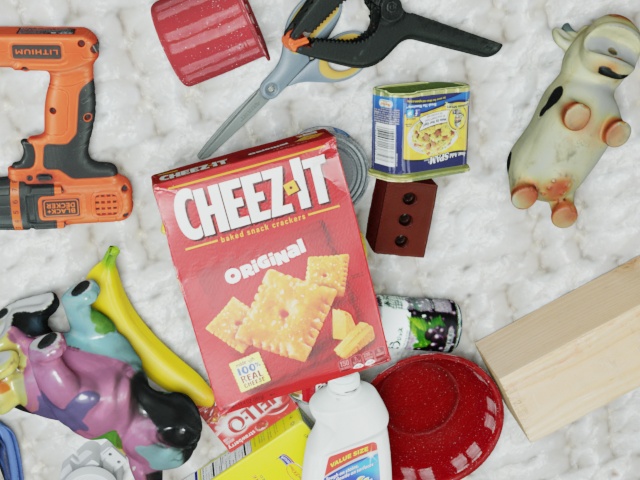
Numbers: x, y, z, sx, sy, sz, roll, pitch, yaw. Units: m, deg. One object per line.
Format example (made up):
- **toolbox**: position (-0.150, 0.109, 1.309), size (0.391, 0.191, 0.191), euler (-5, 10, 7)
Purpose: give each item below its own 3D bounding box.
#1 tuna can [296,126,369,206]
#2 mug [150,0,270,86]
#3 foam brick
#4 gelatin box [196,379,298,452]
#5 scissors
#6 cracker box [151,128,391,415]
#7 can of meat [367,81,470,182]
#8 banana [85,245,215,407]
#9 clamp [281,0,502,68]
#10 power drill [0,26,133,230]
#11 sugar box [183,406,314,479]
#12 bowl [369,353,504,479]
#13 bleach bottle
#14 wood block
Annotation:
- **tuna can**: position (0.003, -0.068, 1.039), size (0.086, 0.034, 0.086), euler (-3, 109, -8)
- **mug**: position (-0.104, -0.200, 0.956), size (0.081, 0.093, 0.117), euler (-22, 80, 4)
- **foam brick**: position (0.079, -0.027, 1.055), size (0.053, 0.051, 0.078), euler (5, 108, -10)
- **gelatin box**: position (-0.079, 0.166, 1.109), size (0.089, 0.030, 0.073), euler (-33, 111, 4)
- **scissors**: position (-0.027, -0.142, 1.019), size (0.096, 0.016, 0.202), euler (28, 103, -17)
- **cracker box**: position (-0.042, 0.027, 0.940), size (0.164, 0.072, 0.214), euler (-16, 104, -6)
- **can of meat**: position (0.095, -0.105, 1.015), size (0.101, 0.058, 0.084), euler (-11, 110, -34)
- **banana**: position (-0.177, 0.093, 1.055), size (0.037, 0.070, 0.197), euler (-49, 118, -37)
- **clamp**: position (0.061, -0.228, 0.983), size (0.209, 0.036, 0.164), euler (-17, 109, -13)
- **power drill**: position (-0.268, -0.099, 0.977), size (0.184, 0.057, 0.188), euler (-3, 112, -11)
- **sugar box**: position (-0.068, 0.261, 1.135), size (0.176, 0.048, 0.093), euler (-36, 112, 3)
- **bowl**: position (0.109, 0.180, 1.127), size (0.162, 0.055, 0.162), euler (-2, 111, -6)
- **bleach bottle**: position (0.020, 0.232, 1.073), size (0.102, 0.068, 0.251), euler (-6, 119, -3)
- **wood block**: position (0.280, 0.111, 1.113), size (0.206, 0.091, 0.090), euler (-28, 111, 1)
